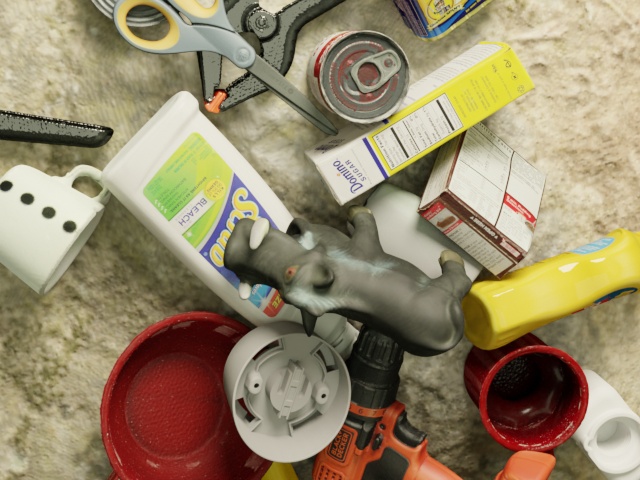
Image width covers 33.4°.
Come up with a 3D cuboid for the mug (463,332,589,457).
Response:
[{"bbox_3d":[0.175,0.134,0.913,0.093,0.081,0.117,-22,103,-2],"label":"mug"}]

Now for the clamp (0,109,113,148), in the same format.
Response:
[{"bbox_3d":[-0.288,-0.117,0.831,0.210,0.036,0.164,-21,103,-2],"label":"clamp"}]

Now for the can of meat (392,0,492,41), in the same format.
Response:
[{"bbox_3d":[0.096,-0.217,0.830,0.102,0.057,0.084,-36,138,2],"label":"can of meat"}]

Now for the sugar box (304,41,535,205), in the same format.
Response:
[{"bbox_3d":[0.075,-0.095,0.850,0.176,0.093,0.048,-34,103,2],"label":"sugar box"}]

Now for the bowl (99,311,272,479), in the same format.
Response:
[{"bbox_3d":[-0.110,0.139,0.878,0.161,0.055,0.162,1,87,-28],"label":"bowl"}]

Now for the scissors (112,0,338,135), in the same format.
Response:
[{"bbox_3d":[-0.081,-0.138,0.827,0.096,0.016,0.201,-34,103,3],"label":"scissors"}]

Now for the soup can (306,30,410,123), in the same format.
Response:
[{"bbox_3d":[0.027,-0.129,0.832,0.068,0.102,0.068,-1,101,-7],"label":"soup can"}]

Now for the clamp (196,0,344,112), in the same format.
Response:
[{"bbox_3d":[-0.037,-0.175,0.849,0.120,0.039,0.171,21,104,-6],"label":"clamp"}]

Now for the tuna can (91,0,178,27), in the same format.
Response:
[{"bbox_3d":[-0.141,-0.210,0.832,0.086,0.034,0.086,-1,101,-7],"label":"tuna can"}]

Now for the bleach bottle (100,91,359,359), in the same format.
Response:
[{"bbox_3d":[-0.056,0.001,0.871,0.250,0.068,0.102,44,86,-16],"label":"bleach bottle"}]

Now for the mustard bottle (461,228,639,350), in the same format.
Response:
[{"bbox_3d":[0.212,0.033,0.888,0.191,0.096,0.058,-19,84,-10],"label":"mustard bottle"}]

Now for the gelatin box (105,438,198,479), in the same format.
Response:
[{"bbox_3d":[-0.138,0.217,0.920,0.089,0.030,0.073,35,97,-11],"label":"gelatin box"}]

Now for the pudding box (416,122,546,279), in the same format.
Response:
[{"bbox_3d":[0.132,-0.038,0.862,0.090,0.113,0.039,37,130,-11],"label":"pudding box"}]

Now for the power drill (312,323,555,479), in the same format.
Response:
[{"bbox_3d":[0.090,0.167,0.870,0.188,0.057,0.185,28,122,20],"label":"power drill"}]
